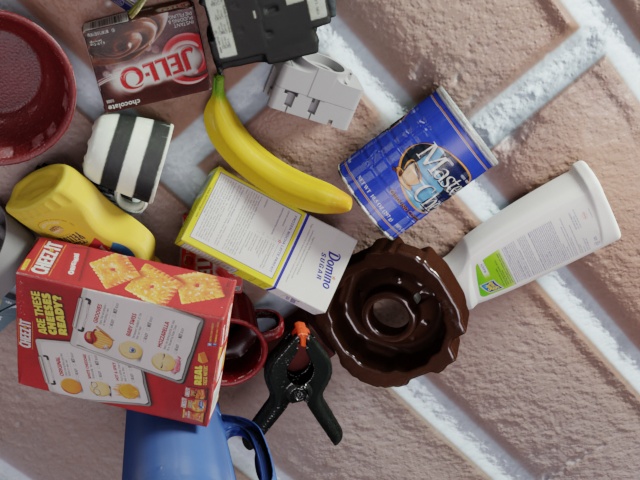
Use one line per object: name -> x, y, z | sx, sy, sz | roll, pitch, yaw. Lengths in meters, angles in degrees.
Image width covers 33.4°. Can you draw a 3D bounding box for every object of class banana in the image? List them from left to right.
banana -> -0.056, -0.084, 1.118 | 0.198, 0.037, 0.070 | 42, 138, -4

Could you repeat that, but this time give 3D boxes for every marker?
marker -> -0.246, -0.056, 1.140 | 0.121, 0.020, 0.020 | 19, 114, -20

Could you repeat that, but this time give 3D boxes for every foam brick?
foam brick -> -0.031, 0.127, 1.265 | 0.078, 0.053, 0.051 | -35, 120, 11

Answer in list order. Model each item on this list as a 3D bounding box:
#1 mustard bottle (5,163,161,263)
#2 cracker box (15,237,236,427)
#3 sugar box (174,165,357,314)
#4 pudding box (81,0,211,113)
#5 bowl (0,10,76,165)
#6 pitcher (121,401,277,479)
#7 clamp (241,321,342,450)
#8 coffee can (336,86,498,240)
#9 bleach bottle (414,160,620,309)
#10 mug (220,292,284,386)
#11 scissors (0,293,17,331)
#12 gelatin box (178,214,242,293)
mustard bottle -> -0.234, -0.003, 1.137 | 0.096, 0.058, 0.191 | -16, 138, 35
cracker box -> -0.205, 0.096, 1.122 | 0.213, 0.072, 0.164 | 13, 128, 2
sugar box -> -0.058, 0.002, 1.155 | 0.176, 0.048, 0.093 | 29, 76, -15
pudding box -> -0.173, -0.185, 1.068 | 0.113, 0.039, 0.090 | -13, 121, -3
bowl -> -0.321, -0.157, 1.048 | 0.162, 0.055, 0.162 | -4, 120, -8
pitcher -> -0.151, 0.242, 1.198 | 0.149, 0.243, 0.145 | 25, 112, -23
clamp -> -0.019, 0.176, 1.242 | 0.120, 0.039, 0.172 | 4, 118, -21
coffee can -> 0.103, -0.082, 1.142 | 0.140, 0.103, 0.102 | -37, 119, 11
bleach bottle -> 0.213, 0.009, 1.239 | 0.251, 0.068, 0.102 | -27, 119, 8
mug -> -0.100, 0.103, 1.222 | 0.117, 0.081, 0.093 | -14, 121, -2
scissors -> -0.335, 0.089, 1.209 | 0.201, 0.016, 0.096 | 13, 118, -17
gelatin box -> -0.121, 0.016, 1.198 | 0.073, 0.030, 0.089 | 3, 118, -12
